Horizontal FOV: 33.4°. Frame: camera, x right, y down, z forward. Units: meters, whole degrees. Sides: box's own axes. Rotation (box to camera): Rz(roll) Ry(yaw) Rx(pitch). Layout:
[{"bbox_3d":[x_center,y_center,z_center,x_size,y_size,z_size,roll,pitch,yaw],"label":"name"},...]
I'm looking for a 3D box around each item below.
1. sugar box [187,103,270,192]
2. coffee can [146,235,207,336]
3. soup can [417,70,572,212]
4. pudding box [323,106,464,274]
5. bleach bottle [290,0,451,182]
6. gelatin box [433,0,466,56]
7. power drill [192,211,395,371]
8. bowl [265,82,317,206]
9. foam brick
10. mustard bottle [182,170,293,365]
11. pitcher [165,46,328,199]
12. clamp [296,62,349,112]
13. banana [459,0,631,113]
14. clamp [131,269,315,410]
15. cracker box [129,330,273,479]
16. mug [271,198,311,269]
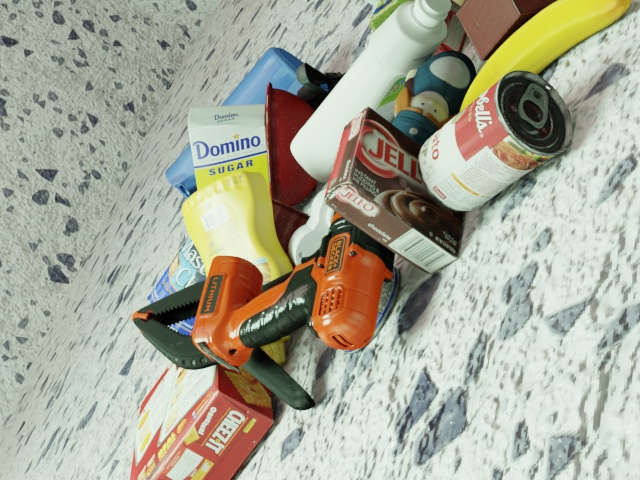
[{"bbox_3d":[-0.105,-0.083,1.302,0.176,0.093,0.048,86,-178,-46],"label":"sugar box"},{"bbox_3d":[-0.129,0.041,1.287,0.140,0.102,0.103,-55,16,15],"label":"coffee can"},{"bbox_3d":[0.127,-0.071,0.788,0.102,0.068,0.068,-39,26,52],"label":"soup can"},{"bbox_3d":[0.061,-0.039,0.840,0.039,0.113,0.090,-35,28,41],"label":"pudding box"},{"bbox_3d":[0.059,-0.157,1.046,0.102,0.068,0.251,-38,-8,-37],"label":"bleach bottle"},{"bbox_3d":[0.123,-0.213,1.119,0.073,0.030,0.089,-36,28,54],"label":"gelatin box"},{"bbox_3d":[-0.019,0.024,0.898,0.188,0.057,0.184,-24,40,38],"label":"power drill"},{"bbox_3d":[-0.032,-0.109,1.274,0.162,0.055,0.162,0,-92,-89],"label":"bowl"},{"bbox_3d":[0.158,-0.194,0.885,0.052,0.051,0.078,-19,-13,-24],"label":"foam brick"},{"bbox_3d":[-0.072,0.034,1.066,0.096,0.058,0.191,-27,74,30],"label":"mustard bottle"},{"bbox_3d":[-0.094,-0.146,1.501,0.243,0.144,0.149,-51,30,15],"label":"pitcher"},{"bbox_3d":[0.026,-0.188,1.299,0.171,0.120,0.039,128,138,-82],"label":"clamp"},{"bbox_3d":[0.171,-0.144,0.849,0.198,0.037,0.069,-46,36,41],"label":"banana"},{"bbox_3d":[-0.075,0.071,0.993,0.210,0.036,0.164,6,53,26],"label":"clamp"},{"bbox_3d":[-0.120,0.174,1.080,0.164,0.072,0.214,-54,16,15],"label":"cracker box"},{"bbox_3d":[-0.058,0.001,1.152,0.117,0.093,0.081,20,83,46],"label":"mug"}]
